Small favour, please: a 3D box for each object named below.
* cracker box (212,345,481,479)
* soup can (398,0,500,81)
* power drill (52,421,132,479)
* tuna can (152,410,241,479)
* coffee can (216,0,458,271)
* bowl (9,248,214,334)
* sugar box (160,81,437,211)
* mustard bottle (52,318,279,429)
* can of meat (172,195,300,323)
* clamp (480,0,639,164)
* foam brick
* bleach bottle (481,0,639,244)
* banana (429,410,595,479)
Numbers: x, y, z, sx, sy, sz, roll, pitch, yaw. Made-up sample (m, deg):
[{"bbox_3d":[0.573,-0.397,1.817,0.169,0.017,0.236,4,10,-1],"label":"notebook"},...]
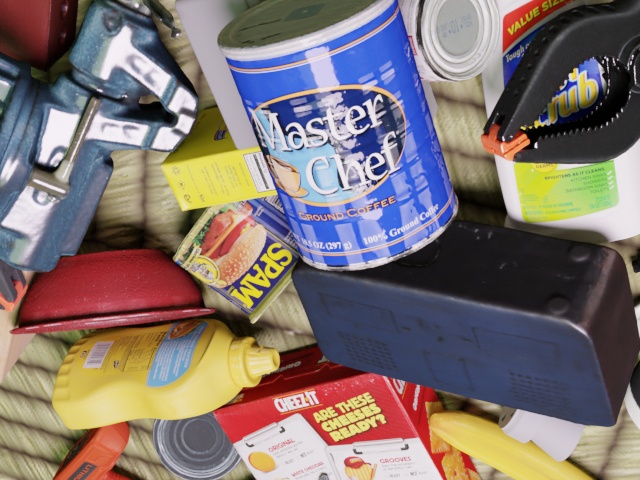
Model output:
[{"bbox_3d":[0.034,0.189,0.918,0.164,0.072,0.213,-17,116,25],"label":"cracker box"},{"bbox_3d":[0.053,-0.134,0.665,0.102,0.068,0.068,14,136,52],"label":"soup can"},{"bbox_3d":[-0.149,0.244,1.019,0.187,0.057,0.185,40,122,-10],"label":"power drill"},{"bbox_3d":[-0.105,0.170,0.948,0.086,0.033,0.086,0,99,3],"label":"tuna can"},{"bbox_3d":[0.012,-0.068,0.614,0.103,0.102,0.140,-9,119,22],"label":"coffee can"},{"bbox_3d":[-0.167,0.040,0.852,0.162,0.162,0.055,-9,84,22],"label":"bowl"},{"bbox_3d":[-0.013,-0.072,0.741,0.176,0.093,0.048,-12,119,23],"label":"sugar box"},{"bbox_3d":[-0.124,0.108,0.894,0.192,0.096,0.058,-9,123,22],"label":"mustard bottle"},{"bbox_3d":[-0.055,0.001,0.826,0.084,0.057,0.102,37,126,-6],"label":"can of meat"},{"bbox_3d":[0.193,-0.102,0.636,0.210,0.036,0.164,-39,114,-4],"label":"clamp"},{"bbox_3d":[-0.204,-0.171,0.756,0.051,0.053,0.078,19,128,4],"label":"foam brick"},{"bbox_3d":[0.142,-0.116,0.684,0.103,0.068,0.251,-9,118,22],"label":"bleach bottle"},{"bbox_3d":[0.176,0.188,0.879,0.198,0.069,0.037,31,90,1],"label":"banana"}]
